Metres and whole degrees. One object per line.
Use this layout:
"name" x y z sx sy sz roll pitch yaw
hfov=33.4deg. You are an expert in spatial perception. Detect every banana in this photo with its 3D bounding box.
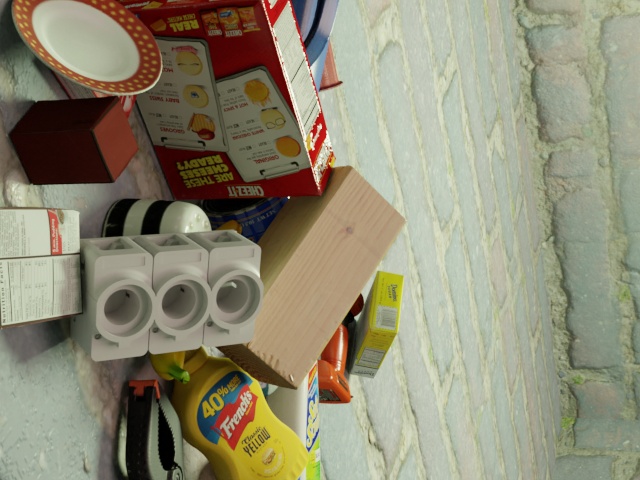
"banana" -0.126 0.063 1.041 0.037 0.070 0.197 56 36 -41

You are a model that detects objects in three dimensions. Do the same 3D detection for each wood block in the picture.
"wood block" -0.017 0.035 1.057 0.090 0.090 0.206 43 70 -23

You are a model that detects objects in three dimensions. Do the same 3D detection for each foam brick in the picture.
"foam brick" -0.196 -0.079 0.852 0.053 0.078 0.051 -65 148 -47

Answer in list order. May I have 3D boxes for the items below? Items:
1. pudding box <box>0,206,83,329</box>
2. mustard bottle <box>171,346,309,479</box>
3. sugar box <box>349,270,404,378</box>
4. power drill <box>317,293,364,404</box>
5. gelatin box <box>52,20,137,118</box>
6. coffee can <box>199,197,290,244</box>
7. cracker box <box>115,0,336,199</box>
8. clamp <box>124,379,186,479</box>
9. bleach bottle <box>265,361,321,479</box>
"pudding box" -0.228 0.019 0.817 0.113 0.039 0.090 -4 93 -68
"mustard bottle" -0.095 0.177 1.078 0.096 0.058 0.191 -42 106 -32
"sugar box" 0.080 0.124 1.532 0.176 0.048 0.093 101 -1 -62
"power drill" 0.011 0.111 1.424 0.184 0.057 0.187 56 38 -55
"gelatin box" -0.192 -0.146 0.934 0.089 0.030 0.073 63 32 -49
"coffee can" -0.058 0.001 1.158 0.140 0.103 0.102 68 28 -28
"cracker box" -0.090 -0.144 1.018 0.072 0.164 0.213 -66 147 -45
"clamp" -0.152 0.234 0.999 0.164 0.036 0.210 -63 147 -65
"bleach bottle" -0.034 0.198 1.272 0.102 0.068 0.251 9 81 -74
